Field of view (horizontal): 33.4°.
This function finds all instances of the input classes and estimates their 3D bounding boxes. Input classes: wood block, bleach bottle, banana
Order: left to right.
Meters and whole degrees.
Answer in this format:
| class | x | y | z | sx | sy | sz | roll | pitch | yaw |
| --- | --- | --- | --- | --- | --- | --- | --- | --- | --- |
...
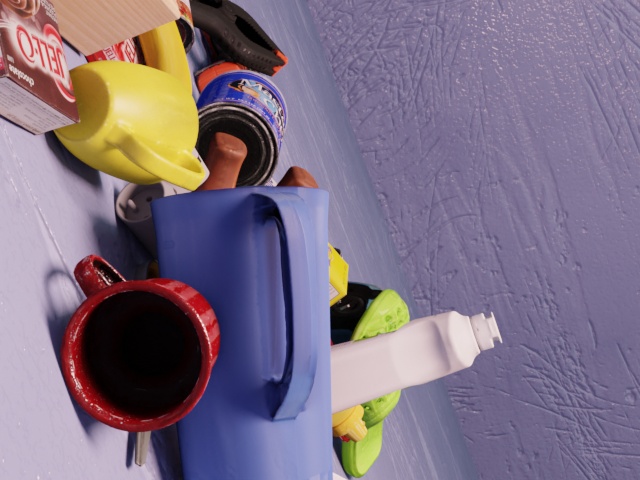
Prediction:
| class | x | y | z | sx | sy | sz | roll | pitch | yaw |
| --- | --- | --- | --- | --- | --- | --- | --- | --- | --- |
| wood block | -0.189 | -0.226 | 0.784 | 0.206 | 0.091 | 0.090 | 42 | 30 | -72 |
| banana | -0.146 | -0.182 | 0.928 | 0.069 | 0.037 | 0.198 | 46 | 25 | -70 |
| bleach bottle | 0.032 | 0.113 | 0.925 | 0.102 | 0.251 | 0.068 | -3 | 75 | -80 |

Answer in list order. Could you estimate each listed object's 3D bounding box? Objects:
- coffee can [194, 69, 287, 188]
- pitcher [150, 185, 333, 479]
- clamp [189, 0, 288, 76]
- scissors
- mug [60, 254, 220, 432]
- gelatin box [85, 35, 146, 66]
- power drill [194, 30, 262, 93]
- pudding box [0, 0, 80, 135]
| class | x | y | z | sx | sy | sz | roll | pitch | yaw |
| --- | --- | --- | --- | --- | --- | --- | --- | --- | --- |
| coffee can | -0.090 | -0.114 | 1.123 | 0.140 | 0.103 | 0.103 | -85 | 155 | -68 |
| pitcher | -0.048 | 0.081 | 0.775 | 0.149 | 0.145 | 0.243 | 9 | 76 | -71 |
| clamp | -0.122 | -0.255 | 1.233 | 0.209 | 0.036 | 0.164 | 39 | 28 | -25 |
| scissors | -0.118 | 0.102 | 0.798 | 0.096 | 0.016 | 0.202 | 62 | 13 | -46 |
| mug | -0.117 | 0.059 | 0.685 | 0.117 | 0.093 | 0.081 | 51 | 5 | -1 |
| gelatin box | -0.174 | -0.158 | 0.933 | 0.089 | 0.030 | 0.073 | -94 | 163 | -58 |
| power drill | -0.101 | -0.183 | 1.349 | 0.187 | 0.057 | 0.184 | -96 | 161 | -65 |
| pudding box | -0.199 | -0.125 | 0.683 | 0.113 | 0.039 | 0.090 | 32 | 41 | -76 |
